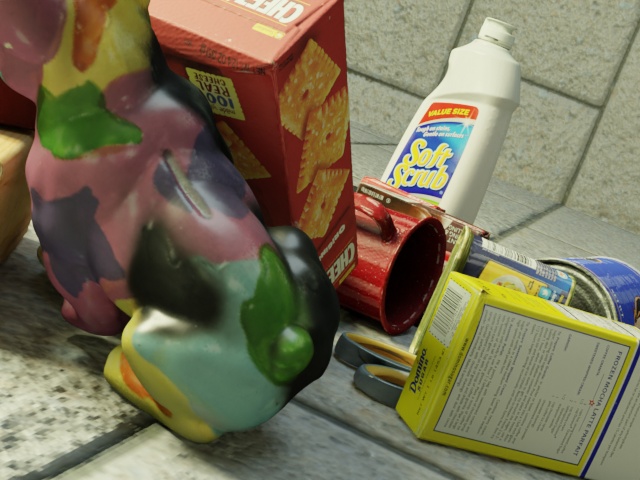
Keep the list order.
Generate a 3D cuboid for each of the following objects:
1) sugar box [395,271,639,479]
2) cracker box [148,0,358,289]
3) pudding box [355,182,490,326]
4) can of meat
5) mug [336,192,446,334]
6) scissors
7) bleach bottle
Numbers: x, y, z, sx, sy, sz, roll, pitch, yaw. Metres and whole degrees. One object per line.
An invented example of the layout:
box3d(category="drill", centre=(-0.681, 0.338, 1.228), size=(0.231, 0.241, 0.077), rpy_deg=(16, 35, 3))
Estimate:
box3d(category="sugar box", centre=(0.142, 0.087, 0.632), size=(0.176, 0.093, 0.048), rpy_deg=(17, 11, -22))
box3d(category="cracker box", centre=(-0.066, -0.064, 0.614), size=(0.164, 0.214, 0.072), rpy_deg=(26, 55, 24))
box3d(category="pudding box", centre=(0.070, 0.014, 0.870), size=(0.114, 0.090, 0.039), rpy_deg=(25, 11, 24))
box3d(category="can of meat", centre=(0.118, 0.053, 0.734), size=(0.084, 0.102, 0.057), rpy_deg=(23, 11, 3))
box3d(category="mug", centre=(0.035, 0.007, 0.804), size=(0.082, 0.093, 0.117), rpy_deg=(21, -29, 30))
box3d(category="scissors", centre=(0.101, 0.105, 0.671), size=(0.202, 0.016, 0.096), rpy_deg=(22, 12, 6))
box3d(category="bleach bottle", centre=(0.108, -0.076, 0.949), size=(0.067, 0.251, 0.103), rpy_deg=(9, 16, -48))
